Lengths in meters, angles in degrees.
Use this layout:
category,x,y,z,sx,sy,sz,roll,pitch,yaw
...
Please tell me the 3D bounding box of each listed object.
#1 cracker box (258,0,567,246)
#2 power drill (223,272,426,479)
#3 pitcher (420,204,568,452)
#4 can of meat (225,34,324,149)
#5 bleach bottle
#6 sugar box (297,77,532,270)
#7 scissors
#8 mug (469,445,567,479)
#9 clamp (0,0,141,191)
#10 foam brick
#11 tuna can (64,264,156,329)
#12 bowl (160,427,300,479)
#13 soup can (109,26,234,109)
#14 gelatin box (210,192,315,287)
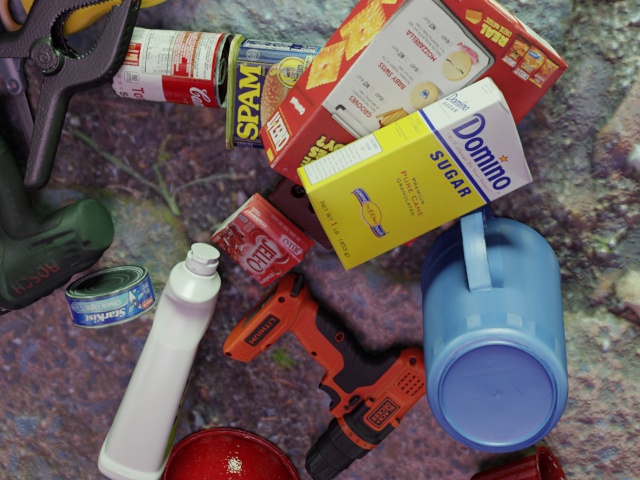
category,x,y,z,sx,sy,sz,roll,pitch,yaw
cracker box,0.076,-0.121,0.910,0.164,0.072,0.214,29,112,-30
power drill,-0.003,0.137,1.070,0.187,0.057,0.185,39,109,-9
pitcher,0.145,0.067,0.913,0.149,0.242,0.145,34,110,-5
can of meat,-0.039,-0.131,0.969,0.084,0.057,0.102,6,113,4
bleach bottle,-0.152,0.119,1.063,0.068,0.102,0.251,20,115,-4
sugar box,0.080,-0.054,0.884,0.176,0.048,0.093,-25,126,5
scissors,-0.279,-0.163,1.019,0.096,0.016,0.201,-20,106,22
mug,0.206,0.267,1.074,0.082,0.093,0.117,-24,142,23
clamp,-0.233,-0.151,0.940,0.210,0.036,0.164,-28,98,19
foam brick,0.000,-0.040,1.000,0.078,0.051,0.053,39,113,-7
tuna can,-0.208,0.055,1.057,0.086,0.086,0.034,-7,109,13
bowl,-0.101,0.284,1.146,0.162,0.055,0.162,4,112,8
soup can,-0.133,-0.158,0.968,0.102,0.068,0.068,7,113,8
gelatin box,-0.057,0.001,1.015,0.073,0.030,0.089,42,150,-8
